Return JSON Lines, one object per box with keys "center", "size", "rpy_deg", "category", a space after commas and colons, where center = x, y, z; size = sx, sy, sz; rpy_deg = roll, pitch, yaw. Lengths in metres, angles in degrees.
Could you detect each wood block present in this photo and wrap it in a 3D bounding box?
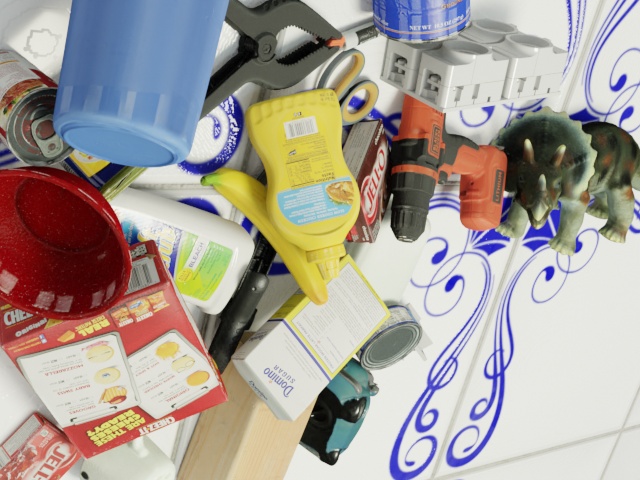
{"center": [-0.082, 0.220, 1.261], "size": [0.090, 0.090, 0.206], "rpy_deg": [7, 112, -42], "category": "wood block"}

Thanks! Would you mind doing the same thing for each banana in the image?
{"center": [-0.055, -0.014, 1.127], "size": [0.197, 0.037, 0.069], "rpy_deg": [46, 42, -23], "category": "banana"}

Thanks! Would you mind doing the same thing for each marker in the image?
{"center": [0.071, -0.233, 1.152], "size": [0.121, 0.020, 0.020], "rpy_deg": [-26, 131, -26], "category": "marker"}

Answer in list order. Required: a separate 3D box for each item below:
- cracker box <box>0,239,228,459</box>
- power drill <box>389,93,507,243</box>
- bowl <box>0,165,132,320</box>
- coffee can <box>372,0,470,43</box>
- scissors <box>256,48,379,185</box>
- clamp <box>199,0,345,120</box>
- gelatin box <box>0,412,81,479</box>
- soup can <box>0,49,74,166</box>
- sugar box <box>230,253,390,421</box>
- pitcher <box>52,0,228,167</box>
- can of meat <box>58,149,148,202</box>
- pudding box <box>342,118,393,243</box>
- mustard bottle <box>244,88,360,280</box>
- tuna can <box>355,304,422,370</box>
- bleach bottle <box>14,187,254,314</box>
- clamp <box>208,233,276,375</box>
{"center": [-0.202, 0.110, 1.056], "size": [0.164, 0.072, 0.213], "rpy_deg": [-22, 140, -4], "category": "cracker box"}
{"center": [0.149, -0.070, 1.255], "size": [0.187, 0.057, 0.184], "rpy_deg": [23, 73, -50], "category": "power drill"}
{"center": [-0.233, -0.008, 0.923], "size": [0.055, 0.162, 0.162], "rpy_deg": [-74, 162, -51], "category": "bowl"}
{"center": [0.101, -0.286, 1.082], "size": [0.102, 0.103, 0.140], "rpy_deg": [-27, 131, -25], "category": "coffee can"}
{"center": [-0.002, -0.115, 1.167], "size": [0.096, 0.016, 0.202], "rpy_deg": [23, 102, -48], "category": "scissors"}
{"center": [-0.066, -0.200, 1.042], "size": [0.209, 0.036, 0.164], "rpy_deg": [-19, 124, -32], "category": "clamp"}
{"center": [-0.303, 0.233, 1.122], "size": [0.089, 0.030, 0.073], "rpy_deg": [-46, 137, -8], "category": "gelatin box"}
{"center": [-0.249, -0.112, 0.892], "size": [0.068, 0.102, 0.068], "rpy_deg": [-21, 128, -30], "category": "soup can"}
{"center": [-0.009, 0.105, 1.179], "size": [0.176, 0.048, 0.093], "rpy_deg": [-43, 106, -24], "category": "sugar box"}
{"center": [-0.133, -0.184, 0.859], "size": [0.149, 0.145, 0.243], "rpy_deg": [16, 75, -28], "category": "pitcher"}
{"center": [-0.191, -0.093, 0.960], "size": [0.102, 0.057, 0.084], "rpy_deg": [-43, 91, -12], "category": "can of meat"}
{"center": [0.049, -0.066, 1.188], "size": [0.090, 0.039, 0.113], "rpy_deg": [71, 28, -43], "category": "pudding box"}
{"center": [-0.011, -0.054, 1.096], "size": [0.096, 0.058, 0.191], "rpy_deg": [-14, 91, -13], "category": "mustard bottle"}
{"center": [0.079, 0.117, 1.290], "size": [0.086, 0.034, 0.086], "rpy_deg": [-22, 146, -17], "category": "tuna can"}
{"center": [-0.187, 0.000, 1.050], "size": [0.250, 0.068, 0.103], "rpy_deg": [18, 109, -42], "category": "bleach bottle"}
{"center": [-0.088, 0.079, 1.161], "size": [0.120, 0.039, 0.171], "rpy_deg": [-64, 177, -75], "category": "clamp"}
